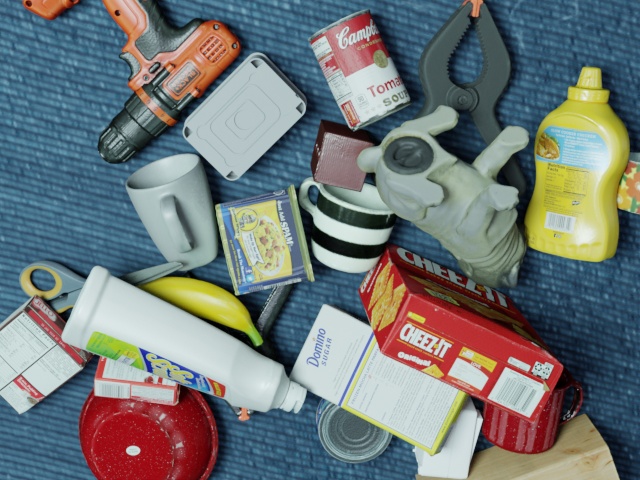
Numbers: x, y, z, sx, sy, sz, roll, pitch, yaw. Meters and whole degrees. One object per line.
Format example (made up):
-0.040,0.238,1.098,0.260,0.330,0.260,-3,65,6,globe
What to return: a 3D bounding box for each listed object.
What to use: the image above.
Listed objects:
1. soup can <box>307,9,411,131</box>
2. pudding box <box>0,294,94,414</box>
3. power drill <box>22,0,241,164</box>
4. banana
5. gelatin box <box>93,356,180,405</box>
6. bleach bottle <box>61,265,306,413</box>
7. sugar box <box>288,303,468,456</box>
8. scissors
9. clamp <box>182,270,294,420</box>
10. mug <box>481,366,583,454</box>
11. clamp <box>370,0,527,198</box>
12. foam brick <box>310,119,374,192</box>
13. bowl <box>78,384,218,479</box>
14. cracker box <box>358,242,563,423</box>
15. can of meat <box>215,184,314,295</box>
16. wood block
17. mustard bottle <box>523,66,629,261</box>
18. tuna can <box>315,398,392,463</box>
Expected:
0.039,-0.168,1.057,0.068,0.068,0.102,-25,93,5,soup can
-0.310,0.123,1.135,0.114,0.039,0.090,-37,102,25,pudding box
-0.201,-0.193,1.061,0.184,0.057,0.187,-44,104,6,power drill
-0.157,0.071,1.117,0.198,0.037,0.070,6,104,15,banana
-0.191,0.135,1.137,0.089,0.073,0.030,7,130,-4,gelatin box
-0.129,0.113,1.076,0.250,0.103,0.068,24,61,-11,bleach bottle
0.065,0.145,1.125,0.176,0.048,0.093,27,92,18,sugar box
-0.239,0.036,1.110,0.202,0.016,0.096,-34,93,26,scissors
-0.076,0.106,1.152,0.120,0.039,0.171,-9,102,6,clamp
0.230,0.176,1.156,0.117,0.093,0.081,-1,110,-20,mug
0.133,-0.142,1.091,0.164,0.036,0.210,-1,109,-2,clamp
0.021,-0.087,1.082,0.051,0.078,0.053,13,104,-7,foam brick
-0.194,0.220,1.153,0.162,0.055,0.162,2,99,9,bowl
0.132,0.083,1.060,0.164,0.213,0.072,25,101,-8,cracker box
-0.057,0.001,1.102,0.084,0.057,0.102,-12,87,-2,can of meat
0.220,0.279,1.178,0.206,0.090,0.091,-21,105,4,wood block
0.264,-0.080,1.088,0.096,0.058,0.192,16,108,40,mustard bottle
0.038,0.202,1.182,0.086,0.034,0.086,0,105,-1,tuna can
